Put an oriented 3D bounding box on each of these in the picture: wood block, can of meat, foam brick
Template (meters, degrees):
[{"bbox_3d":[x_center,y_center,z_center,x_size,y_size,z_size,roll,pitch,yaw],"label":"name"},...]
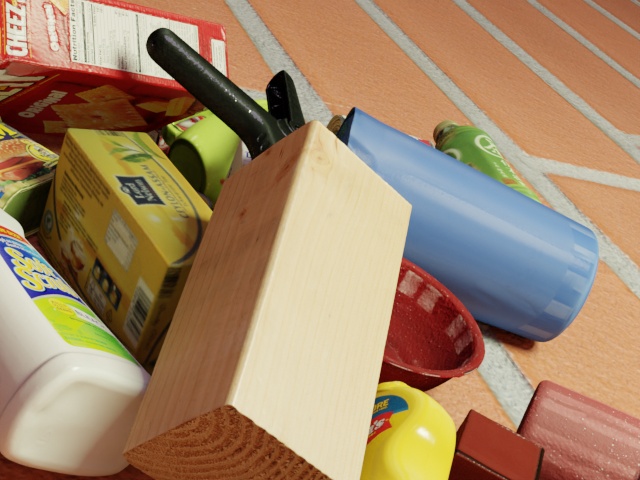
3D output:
[{"bbox_3d":[-0.022,0.044,0.598,0.090,0.090,0.206,39,42,-25],"label":"wood block"},{"bbox_3d":[-0.237,-0.043,0.775,0.084,0.057,0.102,31,26,11],"label":"can of meat"},{"bbox_3d":[0.092,0.153,0.637,0.053,0.078,0.051,28,26,6],"label":"foam brick"}]

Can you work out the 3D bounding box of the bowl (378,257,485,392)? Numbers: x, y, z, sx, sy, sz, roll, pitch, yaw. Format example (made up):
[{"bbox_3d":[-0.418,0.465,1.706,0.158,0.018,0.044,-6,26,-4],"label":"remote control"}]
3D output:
[{"bbox_3d":[0.037,0.063,0.781,0.162,0.055,0.162,23,26,-12],"label":"bowl"}]

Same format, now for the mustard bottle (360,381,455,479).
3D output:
[{"bbox_3d":[0.033,0.135,0.603,0.058,0.096,0.191,42,24,-7],"label":"mustard bottle"}]

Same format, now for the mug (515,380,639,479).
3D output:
[{"bbox_3d":[0.163,0.153,0.700,0.081,0.093,0.117,23,62,12],"label":"mug"}]

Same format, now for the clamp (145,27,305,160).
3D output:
[{"bbox_3d":[-0.024,-0.073,0.801,0.210,0.036,0.164,51,24,19],"label":"clamp"}]

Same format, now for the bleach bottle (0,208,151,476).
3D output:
[{"bbox_3d":[-0.192,0.031,0.636,0.251,0.068,0.102,43,6,36],"label":"bleach bottle"}]

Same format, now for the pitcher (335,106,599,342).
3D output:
[{"bbox_3d":[0.104,-0.006,0.915,0.242,0.145,0.149,24,39,-7],"label":"pitcher"}]

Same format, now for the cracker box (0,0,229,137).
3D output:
[{"bbox_3d":[-0.204,-0.133,0.841,0.213,0.072,0.164,2,-11,-45],"label":"cracker box"}]
